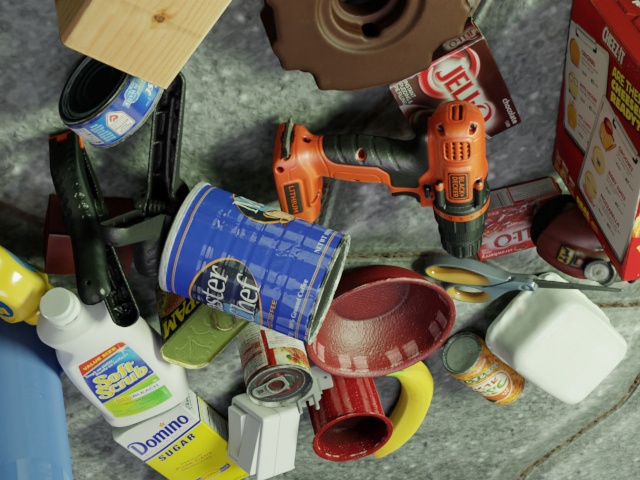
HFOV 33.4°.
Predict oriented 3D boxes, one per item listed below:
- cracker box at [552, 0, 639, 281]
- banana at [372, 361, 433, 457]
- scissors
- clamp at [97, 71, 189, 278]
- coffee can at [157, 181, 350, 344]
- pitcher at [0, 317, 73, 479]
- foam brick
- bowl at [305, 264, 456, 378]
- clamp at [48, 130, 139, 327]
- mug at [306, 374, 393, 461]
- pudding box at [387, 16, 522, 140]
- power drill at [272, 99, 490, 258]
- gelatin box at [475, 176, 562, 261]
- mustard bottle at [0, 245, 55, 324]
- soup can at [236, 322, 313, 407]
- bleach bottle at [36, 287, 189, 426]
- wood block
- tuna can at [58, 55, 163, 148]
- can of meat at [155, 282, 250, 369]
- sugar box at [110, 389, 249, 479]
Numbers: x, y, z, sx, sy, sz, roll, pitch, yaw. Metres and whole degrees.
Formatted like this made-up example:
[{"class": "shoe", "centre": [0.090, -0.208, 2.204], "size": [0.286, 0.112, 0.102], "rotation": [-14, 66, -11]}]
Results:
[{"class": "cracker box", "centre": [0.273, -0.096, 0.929], "size": [0.072, 0.164, 0.214], "rotation": [-13, 138, -7]}, {"class": "banana", "centre": [0.098, 0.195, 1.275], "size": [0.069, 0.037, 0.198], "rotation": [-7, 138, -9]}, {"class": "scissors", "centre": [0.207, 0.051, 1.107], "size": [0.202, 0.016, 0.096], "rotation": [11, 155, 14]}, {"class": "clamp", "centre": [-0.142, -0.020, 0.910], "size": [0.036, 0.164, 0.210], "rotation": [13, 145, 7]}, {"class": "coffee can", "centre": [-0.057, 0.019, 0.934], "size": [0.140, 0.102, 0.103], "rotation": [20, 134, 7]}, {"class": "pitcher", "centre": [-0.301, 0.167, 0.968], "size": [0.149, 0.243, 0.145], "rotation": [-14, 135, -12]}, {"class": "foam brick", "centre": [-0.208, -0.004, 0.960], "size": [0.078, 0.051, 0.053], "rotation": [3, 135, -20]}, {"class": "bowl", "centre": [0.058, 0.076, 1.123], "size": [0.162, 0.055, 0.162], "rotation": [-9, 137, -8]}, {"class": "clamp", "centre": [-0.191, -0.012, 0.871], "size": [0.039, 0.171, 0.120], "rotation": [-20, 174, -7]}, {"class": "mug", "centre": [0.025, 0.201, 1.224], "size": [0.093, 0.081, 0.117], "rotation": [0, 135, -17]}, {"class": "pudding box", "centre": [0.116, -0.129, 0.938], "size": [0.090, 0.039, 0.113], "rotation": [-26, 137, 11]}, {"class": "power drill", "centre": [0.057, -0.048, 0.957], "size": [0.188, 0.057, 0.184], "rotation": [-2, 139, 8]}, {"class": "gelatin box", "centre": [0.199, -0.021, 1.084], "size": [0.089, 0.030, 0.073], "rotation": [-13, 138, -3]}, {"class": "mustard bottle", "centre": [-0.297, 0.024, 0.935], "size": [0.191, 0.096, 0.058], "rotation": [42, 71, -44]}, {"class": "soup can", "centre": [-0.051, 0.110, 1.090], "size": [0.068, 0.102, 0.068], "rotation": [-9, 137, -9]}, {"class": "bleach bottle", "centre": [-0.208, 0.106, 1.017], "size": [0.102, 0.068, 0.250], "rotation": [-21, 153, 3]}, {"class": "wood block", "centre": [-0.095, -0.220, 0.741], "size": [0.090, 0.090, 0.206], "rotation": [21, 126, -35]}, {"class": "tuna can", "centre": [-0.163, -0.116, 0.831], "size": [0.086, 0.086, 0.033], "rotation": [-34, 133, 18]}, {"class": "can of meat", "centre": [-0.115, 0.059, 1.031], "size": [0.057, 0.084, 0.102], "rotation": [23, 125, -35]}, {"class": "sugar box", "centre": [-0.154, 0.232, 1.229], "size": [0.093, 0.048, 0.176], "rotation": [-28, 137, 12]}]
